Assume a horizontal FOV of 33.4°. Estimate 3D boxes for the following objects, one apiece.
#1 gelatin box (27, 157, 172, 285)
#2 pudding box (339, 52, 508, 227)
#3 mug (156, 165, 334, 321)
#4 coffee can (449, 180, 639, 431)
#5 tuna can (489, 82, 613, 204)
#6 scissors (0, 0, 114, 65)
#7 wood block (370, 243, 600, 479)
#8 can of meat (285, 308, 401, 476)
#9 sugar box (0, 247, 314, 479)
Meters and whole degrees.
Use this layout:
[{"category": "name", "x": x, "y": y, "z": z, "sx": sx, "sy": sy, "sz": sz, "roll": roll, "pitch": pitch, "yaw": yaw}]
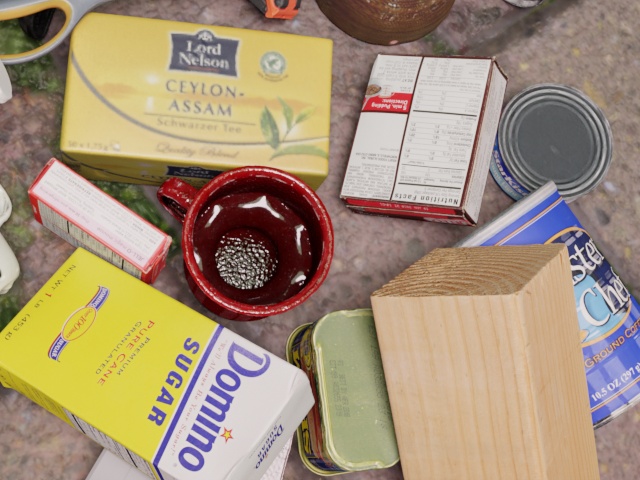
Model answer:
[{"category": "gelatin box", "x": -0.137, "y": -0.008, "z": 0.670, "sx": 0.089, "sy": 0.073, "sz": 0.030, "roll": 34, "pitch": 74, "yaw": -2}, {"category": "pudding box", "x": 0.070, "y": -0.069, "z": 0.720, "sx": 0.090, "sy": 0.039, "sz": 0.113, "roll": 8, "pitch": 76, "yaw": 25}, {"category": "mug", "x": -0.054, "y": 0.001, "z": 0.679, "sx": 0.117, "sy": 0.081, "sz": 0.093, "roll": 33, "pitch": 74, "yaw": -3}, {"category": "coffee can", "x": 0.148, "y": 0.047, "z": 0.698, "sx": 0.102, "sy": 0.103, "sz": 0.140, "roll": -34, "pitch": 87, "yaw": -16}, {"category": "tuna can", "x": 0.162, "y": -0.066, "z": 0.760, "sx": 0.086, "sy": 0.034, "sz": 0.086, "roll": 2, "pitch": 78, "yaw": -10}, {"category": "scissors", "x": -0.137, "y": -0.175, "z": 0.662, "sx": 0.201, "sy": 0.016, "sz": 0.096, "roll": -31, "pitch": 96, "yaw": -18}, {"category": "wood block", "x": 0.105, "y": 0.114, "z": 0.629, "sx": 0.090, "sy": 0.090, "sz": 0.206, "roll": -30, "pitch": 113, "yaw": -54}, {"category": "can of meat", "x": 0.017, "y": 0.096, "z": 0.672, "sx": 0.057, "sy": 0.084, "sz": 0.102, "roll": -5, "pitch": 80, "yaw": -12}, {"category": "sugar box", "x": -0.101, "y": 0.081, "z": 0.630, "sx": 0.176, "sy": 0.048, "sz": 0.093, "roll": 24, "pitch": 62, "yaw": 24}]
